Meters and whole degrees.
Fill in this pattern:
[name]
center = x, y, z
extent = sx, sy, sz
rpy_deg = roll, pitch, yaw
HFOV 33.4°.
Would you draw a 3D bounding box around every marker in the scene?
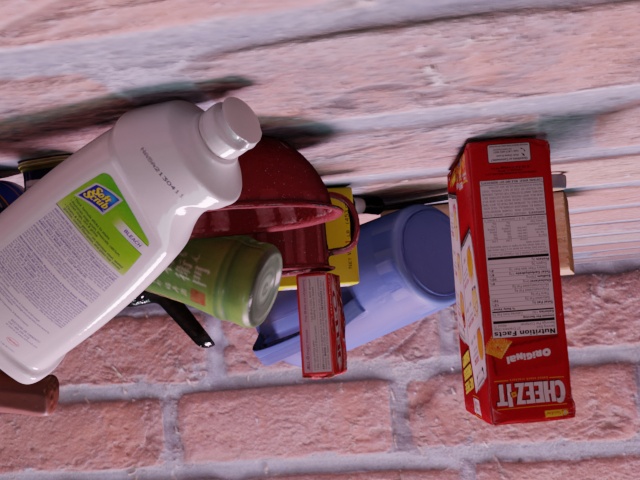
[marker]
center = 0.015, -0.035, 1.062
extent = 0.120, 0.020, 0.020
rpy_deg = -1, 174, -36

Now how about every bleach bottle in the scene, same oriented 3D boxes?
[bleach bottle]
center = -0.126, -0.004, 0.644
extent = 0.251, 0.102, 0.068
rpy_deg = -31, -160, 33

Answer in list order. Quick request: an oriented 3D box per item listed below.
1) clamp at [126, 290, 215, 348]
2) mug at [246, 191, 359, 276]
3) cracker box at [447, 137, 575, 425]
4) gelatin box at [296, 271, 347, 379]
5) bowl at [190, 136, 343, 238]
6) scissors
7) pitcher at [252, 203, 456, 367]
[clamp]
center = -0.192, 0.052, 1.284
extent = 0.210, 0.164, 0.036
rpy_deg = 2, 143, 14
[mug]
center = -0.025, -0.013, 0.920
extent = 0.117, 0.081, 0.093
rpy_deg = -5, 175, 5
[cracker box]
center = 0.151, 0.035, 0.867
extent = 0.072, 0.214, 0.164
rpy_deg = -5, 175, 1
[gelatin box]
center = 0.002, 0.073, 0.914
extent = 0.030, 0.089, 0.073
rpy_deg = -6, 175, 9
[bowl]
center = -0.066, -0.038, 0.748
extent = 0.162, 0.055, 0.162
rpy_deg = -5, 175, -1
[scissors]
center = 0.138, -0.048, 1.050
extent = 0.202, 0.016, 0.096
rpy_deg = -7, 173, 21
[pitcher]
center = 0.037, 0.053, 1.137
extent = 0.144, 0.149, 0.243
rpy_deg = 15, 154, -34
